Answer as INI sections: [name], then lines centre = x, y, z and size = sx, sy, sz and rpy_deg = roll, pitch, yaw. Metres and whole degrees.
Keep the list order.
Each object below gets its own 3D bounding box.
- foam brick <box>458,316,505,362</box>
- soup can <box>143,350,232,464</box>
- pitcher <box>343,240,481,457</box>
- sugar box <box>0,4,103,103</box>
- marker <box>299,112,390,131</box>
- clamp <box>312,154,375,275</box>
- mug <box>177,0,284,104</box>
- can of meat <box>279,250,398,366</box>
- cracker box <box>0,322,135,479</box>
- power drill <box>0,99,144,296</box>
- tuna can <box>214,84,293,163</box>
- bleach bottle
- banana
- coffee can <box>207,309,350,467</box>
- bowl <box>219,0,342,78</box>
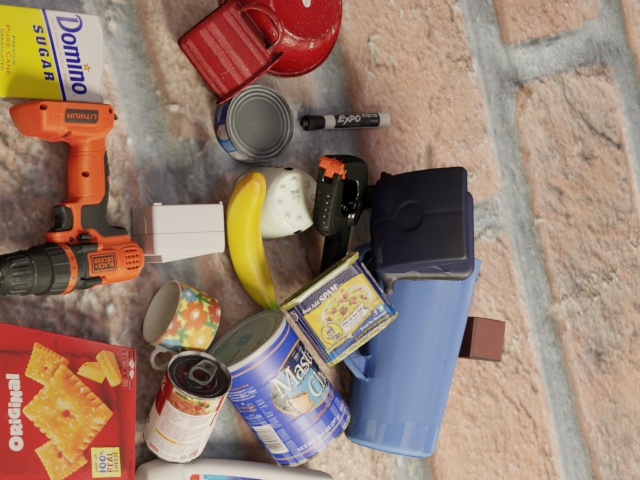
[foam brick]
centre = 0.182, 0.121, 1.322
size = 0.051, 0.078, 0.053
rpy_deg = 11, 84, -33
[soup can]
centre = -0.138, 0.173, 1.101
size = 0.068, 0.068, 0.102
rpy_deg = 0, 130, -32
[pitcher]
centre = 0.093, 0.121, 1.241
size = 0.149, 0.145, 0.243
rpy_deg = 11, 85, 9
[sugar box]
centre = -0.303, -0.183, 1.051
size = 0.175, 0.048, 0.093
rpy_deg = -2, 89, -30
[marker]
centre = 0.029, -0.141, 1.268
size = 0.120, 0.020, 0.020
rpy_deg = -6, 92, -32
[clamp]
centre = 0.033, -0.041, 1.198
size = 0.164, 0.036, 0.210
rpy_deg = -58, 158, -25
[mug]
centre = -0.091, -0.211, 1.145
size = 0.081, 0.117, 0.093
rpy_deg = 52, 34, -15
[can of meat]
centre = 0.022, 0.074, 1.153
size = 0.102, 0.057, 0.084
rpy_deg = -36, 93, -5
[cracker box]
centre = -0.282, 0.167, 1.007
size = 0.213, 0.072, 0.164
rpy_deg = 16, 55, -31
[power drill]
centre = -0.255, -0.041, 1.044
size = 0.184, 0.057, 0.188
rpy_deg = -8, 94, -56
[tuna can]
centre = -0.074, -0.130, 1.196
size = 0.086, 0.034, 0.086
rpy_deg = 1, 88, -31
[bleach bottle]
centre = -0.107, 0.288, 1.151
size = 0.250, 0.068, 0.102
rpy_deg = 11, 82, -29
[banana]
centre = -0.072, -0.001, 1.154
size = 0.037, 0.070, 0.198
rpy_deg = -44, 140, -36
[coffee can]
centre = -0.046, 0.161, 1.165
size = 0.102, 0.103, 0.140
rpy_deg = -42, 110, -25
[bowl]
centre = -0.032, -0.269, 1.214
size = 0.161, 0.055, 0.162
rpy_deg = 1, 89, -32
